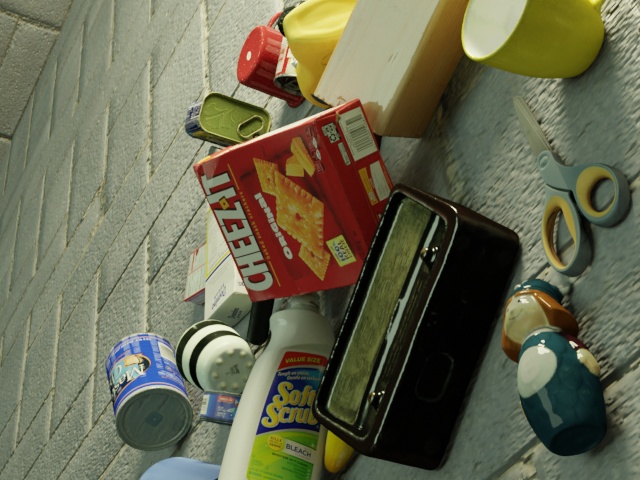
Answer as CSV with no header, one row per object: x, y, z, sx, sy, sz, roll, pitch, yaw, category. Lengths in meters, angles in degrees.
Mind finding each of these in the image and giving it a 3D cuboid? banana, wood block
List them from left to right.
0.038,0.125,1.030,0.070,0.037,0.198,113,170,-74,banana
0.090,-0.210,1.031,0.090,0.090,0.206,35,110,26,wood block

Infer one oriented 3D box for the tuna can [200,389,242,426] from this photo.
-0.091,0.191,1.191,0.086,0.086,0.034,-14,63,62,tuna can

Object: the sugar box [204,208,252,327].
-0.114,0.018,1.399,0.093,0.048,0.176,-44,41,47,sugar box

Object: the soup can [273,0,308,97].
-0.015,-0.237,1.326,0.069,0.068,0.102,-12,63,62,soup can

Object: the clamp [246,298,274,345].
-0.058,0.002,1.254,0.210,0.036,0.164,109,163,-48,clamp

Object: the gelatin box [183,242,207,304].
-0.158,0.044,1.489,0.089,0.030,0.073,-31,49,56,gelatin box

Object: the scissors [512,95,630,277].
0.195,-0.066,0.843,0.096,0.016,0.201,-43,38,44,scissors

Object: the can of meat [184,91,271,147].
-0.131,-0.162,1.483,0.084,0.102,0.057,-3,73,66,can of meat

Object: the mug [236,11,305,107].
-0.054,-0.241,1.392,0.093,0.081,0.117,27,100,65,mug

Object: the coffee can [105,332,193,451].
-0.237,0.206,1.464,0.103,0.102,0.140,-64,26,18,coffee can

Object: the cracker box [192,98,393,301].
-0.020,-0.032,1.068,0.214,0.071,0.164,-13,102,50,cracker box

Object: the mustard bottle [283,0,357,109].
0.020,-0.190,1.154,0.191,0.096,0.058,73,178,-67,mustard bottle

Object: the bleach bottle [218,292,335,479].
-0.039,0.160,1.066,0.068,0.102,0.250,-46,28,52,bleach bottle
